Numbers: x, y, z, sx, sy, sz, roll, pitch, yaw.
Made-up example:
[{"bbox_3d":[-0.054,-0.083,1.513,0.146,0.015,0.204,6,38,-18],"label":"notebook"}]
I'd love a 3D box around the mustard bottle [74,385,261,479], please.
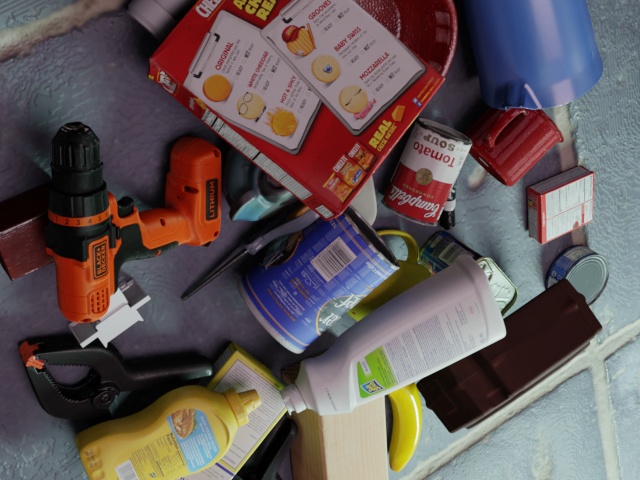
[{"bbox_3d":[-0.150,0.204,1.111,0.191,0.058,0.096,-24,119,-13],"label":"mustard bottle"}]

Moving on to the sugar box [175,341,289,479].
[{"bbox_3d":[-0.116,0.210,1.180,0.093,0.048,0.176,40,92,-15],"label":"sugar box"}]

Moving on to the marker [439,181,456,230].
[{"bbox_3d":[0.149,-0.066,1.237,0.020,0.020,0.121,-19,125,-24],"label":"marker"}]

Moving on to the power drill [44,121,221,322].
[{"bbox_3d":[-0.170,-0.036,0.972,0.187,0.057,0.184,-28,131,-47],"label":"power drill"}]

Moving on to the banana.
[{"bbox_3d":[0.096,0.215,1.354,0.069,0.037,0.198,-24,127,-4],"label":"banana"}]

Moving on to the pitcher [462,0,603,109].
[{"bbox_3d":[0.208,-0.270,1.101,0.145,0.149,0.243,-24,125,-3],"label":"pitcher"}]

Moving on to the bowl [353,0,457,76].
[{"bbox_3d":[0.058,-0.202,1.074,0.161,0.055,0.162,-16,123,-26],"label":"bowl"}]

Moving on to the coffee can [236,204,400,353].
[{"bbox_3d":[-0.002,0.035,1.119,0.140,0.103,0.102,-41,132,9],"label":"coffee can"}]

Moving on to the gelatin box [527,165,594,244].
[{"bbox_3d":[0.303,-0.046,1.346,0.089,0.030,0.073,-23,125,-22],"label":"gelatin box"}]

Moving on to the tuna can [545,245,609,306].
[{"bbox_3d":[0.343,0.050,1.425,0.086,0.034,0.086,-16,123,-26],"label":"tuna can"}]

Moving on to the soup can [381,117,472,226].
[{"bbox_3d":[0.117,-0.076,1.177,0.068,0.069,0.102,10,110,-37],"label":"soup can"}]

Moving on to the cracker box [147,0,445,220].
[{"bbox_3d":[-0.022,-0.146,0.959,0.213,0.072,0.164,39,77,-6],"label":"cracker box"}]

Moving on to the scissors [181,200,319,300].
[{"bbox_3d":[-0.057,0.001,1.097,0.201,0.096,0.016,-42,106,-10],"label":"scissors"}]

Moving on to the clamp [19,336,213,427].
[{"bbox_3d":[-0.229,0.162,1.102,0.209,0.036,0.164,27,101,-41],"label":"clamp"}]

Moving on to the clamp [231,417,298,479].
[{"bbox_3d":[-0.073,0.281,1.268,0.120,0.039,0.171,-15,128,-3],"label":"clamp"}]

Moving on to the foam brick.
[{"bbox_3d":[-0.261,-0.011,0.971,0.078,0.053,0.051,-26,127,-19],"label":"foam brick"}]

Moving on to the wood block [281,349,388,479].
[{"bbox_3d":[0.020,0.241,1.280,0.090,0.090,0.206,-21,125,-24],"label":"wood block"}]

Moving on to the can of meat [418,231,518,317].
[{"bbox_3d":[0.175,0.042,1.273,0.057,0.084,0.102,-48,132,-1],"label":"can of meat"}]

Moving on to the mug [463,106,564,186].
[{"bbox_3d":[0.211,-0.118,1.196,0.081,0.093,0.117,-45,164,2],"label":"mug"}]

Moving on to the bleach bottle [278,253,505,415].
[{"bbox_3d":[0.070,0.114,1.154,0.250,0.068,0.102,-26,116,-4],"label":"bleach bottle"}]
